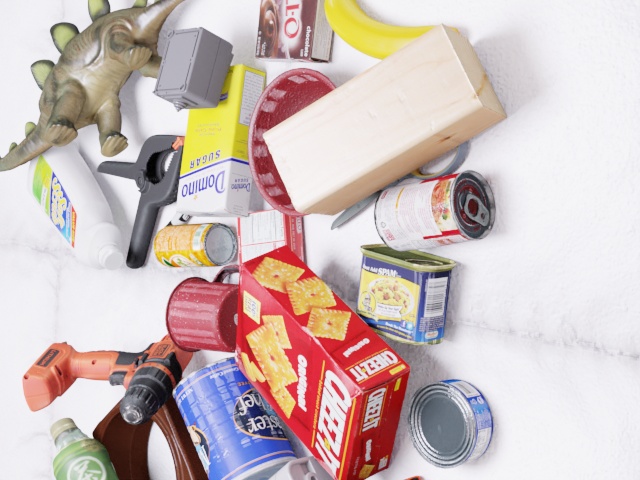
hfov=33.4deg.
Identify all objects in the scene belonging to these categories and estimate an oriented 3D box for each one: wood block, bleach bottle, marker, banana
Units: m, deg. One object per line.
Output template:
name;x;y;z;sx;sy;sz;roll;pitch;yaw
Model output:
wood block;0.062;-0.111;1.033;0.206;0.090;0.090;-29;77;22
bleach bottle;-0.329;-0.044;1.466;0.251;0.067;0.103;45;124;44
marker;-0.168;-0.042;1.361;0.121;0.020;0.020;-46;60;36
banana;0.062;-0.224;1.113;0.198;0.037;0.070;39;119;37

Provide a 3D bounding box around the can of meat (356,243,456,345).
can of meat;0.084;0.054;1.087;0.102;0.057;0.084;16;105;44

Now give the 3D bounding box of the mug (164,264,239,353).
mug;-0.120;0.081;1.279;0.082;0.093;0.117;2;56;40

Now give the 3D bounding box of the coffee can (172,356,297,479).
coffee can;-0.099;0.220;1.242;0.103;0.102;0.140;-46;60;36

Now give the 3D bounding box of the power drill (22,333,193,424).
power drill;-0.262;0.171;1.301;0.188;0.184;0.057;-2;109;13

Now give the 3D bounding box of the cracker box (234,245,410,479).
cracker box;-0.007;0.134;1.133;0.214;0.072;0.164;45;144;35

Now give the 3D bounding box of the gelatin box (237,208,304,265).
gelatin box;-0.058;0.002;1.246;0.089;0.030;0.073;-7;85;45

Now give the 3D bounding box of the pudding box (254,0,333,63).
pudding box;-0.027;-0.257;1.199;0.090;0.039;0.113;11;99;44

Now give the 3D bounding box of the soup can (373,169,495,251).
soup can;0.111;-0.028;1.049;0.102;0.068;0.068;-10;84;45

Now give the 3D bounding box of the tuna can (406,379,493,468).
tuna can;0.129;0.181;1.061;0.086;0.033;0.086;2;93;45

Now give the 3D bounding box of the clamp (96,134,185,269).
clamp;-0.229;-0.084;1.409;0.210;0.036;0.165;-47;60;39

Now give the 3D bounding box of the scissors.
scissors;0.071;-0.084;1.124;0.202;0.016;0.096;-21;75;43

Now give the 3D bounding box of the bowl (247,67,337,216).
bowl;-0.008;-0.107;1.173;0.162;0.055;0.162;2;93;45

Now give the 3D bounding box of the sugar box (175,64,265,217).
sugar box;-0.120;-0.117;1.274;0.094;0.048;0.176;1;80;44
